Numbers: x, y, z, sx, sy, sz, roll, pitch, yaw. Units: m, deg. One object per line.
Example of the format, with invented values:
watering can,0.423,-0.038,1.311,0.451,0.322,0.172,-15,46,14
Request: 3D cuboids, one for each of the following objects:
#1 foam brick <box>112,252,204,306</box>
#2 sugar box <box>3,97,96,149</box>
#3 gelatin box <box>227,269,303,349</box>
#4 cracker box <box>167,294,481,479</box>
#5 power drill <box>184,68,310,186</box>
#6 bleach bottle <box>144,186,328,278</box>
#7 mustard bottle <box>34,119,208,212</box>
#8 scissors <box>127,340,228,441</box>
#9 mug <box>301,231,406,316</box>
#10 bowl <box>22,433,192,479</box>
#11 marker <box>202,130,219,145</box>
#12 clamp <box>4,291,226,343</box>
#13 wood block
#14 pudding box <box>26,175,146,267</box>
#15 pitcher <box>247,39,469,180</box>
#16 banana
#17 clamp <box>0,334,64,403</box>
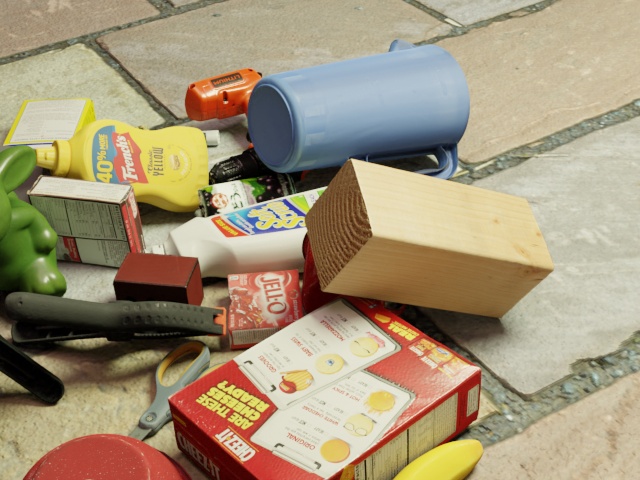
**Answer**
foam brick,-0.162,0.049,1.072,0.078,0.053,0.051,3,36,10
sugar box,-0.341,-0.115,1.324,0.093,0.048,0.176,-2,39,3
gelatin box,-0.054,0.066,1.057,0.073,0.030,0.089,-4,36,-2
cracker box,0.006,0.145,0.909,0.213,0.072,0.164,-30,43,-30
power drill,-0.089,-0.131,1.297,0.184,0.057,0.188,-19,48,-30
bleach bottle,-0.057,0.001,1.123,0.250,0.068,0.102,-12,36,-8
mustard bottle,-0.221,-0.085,1.184,0.191,0.096,0.058,3,-11,-28
scissors,-0.130,0.160,0.946,0.096,0.016,0.201,7,37,14
mug,0.034,0.040,1.050,0.117,0.093,0.081,29,37,-18
bowl,-0.176,0.206,0.838,0.162,0.055,0.162,-1,41,0
marker,-0.189,-0.128,1.349,0.121,0.020,0.020,-2,36,2
clamp,-0.192,0.073,0.992,0.210,0.165,0.036,0,78,-7
wood block,0.101,0.002,0.994,0.205,0.091,0.090,10,48,-30
pudding box,-0.249,-0.019,1.143,0.113,0.090,0.039,6,37,14
pitcher,0.046,-0.137,1.215,0.242,0.145,0.149,-14,32,-34
banana,0.073,0.221,0.830,0.069,0.037,0.197,23,42,6
clamp,-0.309,0.093,0.977,0.039,0.120,0.172,-49,53,-2
